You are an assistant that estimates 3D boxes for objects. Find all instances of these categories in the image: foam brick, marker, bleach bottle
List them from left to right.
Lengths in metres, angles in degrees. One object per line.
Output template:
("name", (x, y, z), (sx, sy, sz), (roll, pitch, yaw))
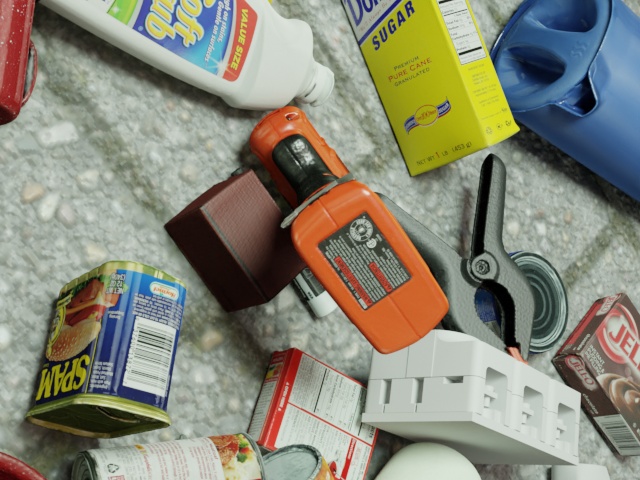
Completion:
("bleach bottle", (-0.089, -0.162, 0.705), (0.250, 0.068, 0.102), (25, 97, -34))
("foam brick", (-0.055, 0.001, 0.713), (0.051, 0.053, 0.078), (-44, 106, -35))
("marker", (-0.027, 0.001, 0.755), (0.020, 0.020, 0.121), (-41, 103, -36))

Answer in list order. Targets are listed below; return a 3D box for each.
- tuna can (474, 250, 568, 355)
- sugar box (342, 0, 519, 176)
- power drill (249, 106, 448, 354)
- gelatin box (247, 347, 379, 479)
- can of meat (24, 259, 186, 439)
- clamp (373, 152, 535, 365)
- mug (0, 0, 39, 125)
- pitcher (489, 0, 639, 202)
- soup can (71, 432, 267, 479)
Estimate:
("tuna can", (0.162, 0.052, 0.870), (0.086, 0.034, 0.086), (10, 73, -34))
("sugar box", (0.078, -0.146, 0.821), (0.048, 0.094, 0.176), (-27, 94, -38))
("power drill", (0.024, 0.005, 0.700), (0.057, 0.188, 0.184), (-38, 108, 2))
("gelatin box", (-0.002, 0.126, 0.735), (0.089, 0.030, 0.073), (32, 61, -26))
("can of meat", (-0.122, 0.065, 0.618), (0.057, 0.102, 0.084), (21, 65, -30))
("clamp", (0.105, 0.021, 0.813), (0.120, 0.039, 0.171), (-11, 76, -12))
("mug", (-0.205, -0.111, 0.619), (0.117, 0.093, 0.081), (32, 60, -68))
("pitcher", (0.268, -0.121, 0.942), (0.242, 0.145, 0.149), (31, 74, -31))
("soup can", (-0.090, 0.153, 0.631), (0.102, 0.069, 0.068), (-1, 79, -26))
